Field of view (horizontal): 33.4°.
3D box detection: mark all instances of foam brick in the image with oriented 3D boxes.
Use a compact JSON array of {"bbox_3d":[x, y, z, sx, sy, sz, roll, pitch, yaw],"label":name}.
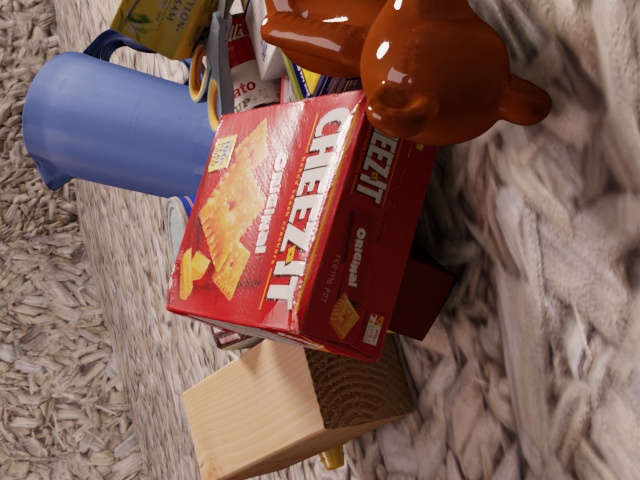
[{"bbox_3d":[0.047,0.026,0.739,0.053,0.051,0.078,-63,27,10],"label":"foam brick"}]

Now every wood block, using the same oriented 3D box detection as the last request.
[{"bbox_3d":[-0.026,0.136,0.903,0.206,0.090,0.091,-37,64,50],"label":"wood block"}]

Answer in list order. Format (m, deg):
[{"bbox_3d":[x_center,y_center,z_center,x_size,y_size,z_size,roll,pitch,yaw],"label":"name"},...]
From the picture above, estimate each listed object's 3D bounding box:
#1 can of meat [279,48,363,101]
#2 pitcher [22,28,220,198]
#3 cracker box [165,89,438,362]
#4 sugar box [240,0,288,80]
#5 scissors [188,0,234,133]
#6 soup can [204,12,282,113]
[{"bbox_3d":[0.010,-0.152,0.775,0.084,0.057,0.102,119,137,-61],"label":"can of meat"},{"bbox_3d":[-0.169,-0.117,1.093,0.243,0.144,0.149,16,125,23],"label":"pitcher"},{"bbox_3d":[-0.022,-0.012,0.750,0.214,0.072,0.164,2,74,60],"label":"cracker box"},{"bbox_3d":[-0.046,-0.238,0.924,0.093,0.048,0.176,135,119,-72],"label":"sugar box"},{"bbox_3d":[-0.082,-0.168,0.922,0.096,0.016,0.202,71,155,19],"label":"scissors"},{"bbox_3d":[-0.063,-0.151,0.992,0.069,0.068,0.102,115,141,-63],"label":"soup can"}]
